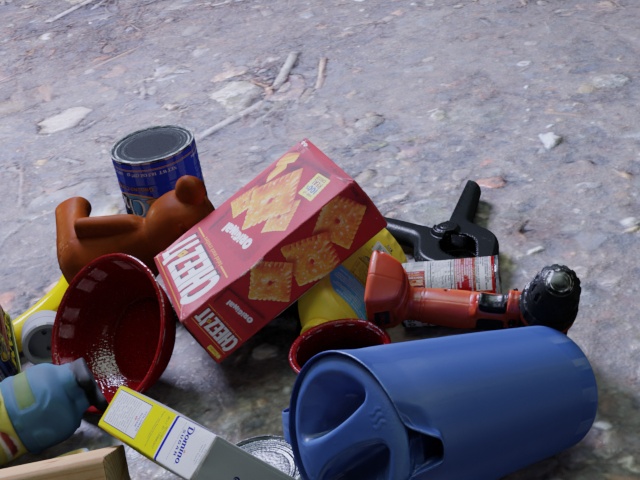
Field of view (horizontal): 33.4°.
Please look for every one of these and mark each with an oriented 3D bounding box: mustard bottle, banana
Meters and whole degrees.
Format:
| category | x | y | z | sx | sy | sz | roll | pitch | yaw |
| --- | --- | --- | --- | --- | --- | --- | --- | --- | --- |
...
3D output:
| category | x | y | z | sx | sy | sz | roll | pitch | yaw |
| --- | --- | --- | --- | --- | --- | --- | --- | --- | --- |
| mustard bottle | 0.026 | 0.058 | 1.082 | 0.058 | 0.096 | 0.191 | -27 | 18 | 36 |
| banana | -0.317 | 0.083 | 1.212 | 0.070 | 0.037 | 0.197 | -16 | 22 | 33 |

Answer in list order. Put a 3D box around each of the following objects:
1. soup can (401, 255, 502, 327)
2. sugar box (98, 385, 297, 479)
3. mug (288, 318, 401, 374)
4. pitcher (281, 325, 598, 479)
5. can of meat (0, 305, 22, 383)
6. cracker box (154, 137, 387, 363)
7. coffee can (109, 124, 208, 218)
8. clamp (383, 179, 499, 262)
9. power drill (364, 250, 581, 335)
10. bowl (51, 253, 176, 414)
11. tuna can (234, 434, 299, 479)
| category | x | y | z | sx | sy | sz | roll | pitch | yaw |
| --- | --- | --- | --- | --- | --- | --- | --- | --- | --- |
| soup can | 0.132 | 0.052 | 1.084 | 0.102 | 0.068 | 0.068 | -5 | 31 | 11 |
| sugar box | -0.101 | 0.171 | 0.854 | 0.176 | 0.093 | 0.048 | 13 | 70 | 57 |
| mug | 0.035 | 0.127 | 0.975 | 0.117 | 0.081 | 0.093 | -16 | 31 | -8 |
| pitcher | 0.098 | 0.135 | 0.849 | 0.242 | 0.145 | 0.149 | -6 | 45 | -39 |
| can of meat | -0.353 | 0.099 | 1.107 | 0.057 | 0.084 | 0.102 | -15 | 60 | -9 |
| cracker box | -0.057 | 0.001 | 1.077 | 0.213 | 0.072 | 0.164 | -38 | 27 | 0 |
| coffee can | -0.189 | -0.056 | 1.297 | 0.103 | 0.140 | 0.103 | -8 | 30 | 4 |
| clamp | 0.130 | -0.001 | 1.204 | 0.164 | 0.036 | 0.210 | -13 | 31 | -5 |
| power drill | 0.136 | 0.055 | 0.964 | 0.188 | 0.184 | 0.057 | 9 | 70 | 8 |
| bowl | -0.198 | 0.096 | 1.078 | 0.162 | 0.162 | 0.055 | 17 | -1 | 38 |
| tuna can | -0.049 | 0.208 | 0.914 | 0.086 | 0.034 | 0.086 | -8 | 30 | 5 |
